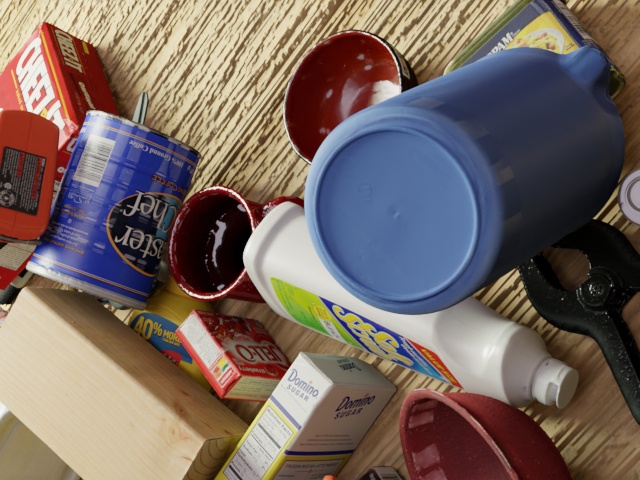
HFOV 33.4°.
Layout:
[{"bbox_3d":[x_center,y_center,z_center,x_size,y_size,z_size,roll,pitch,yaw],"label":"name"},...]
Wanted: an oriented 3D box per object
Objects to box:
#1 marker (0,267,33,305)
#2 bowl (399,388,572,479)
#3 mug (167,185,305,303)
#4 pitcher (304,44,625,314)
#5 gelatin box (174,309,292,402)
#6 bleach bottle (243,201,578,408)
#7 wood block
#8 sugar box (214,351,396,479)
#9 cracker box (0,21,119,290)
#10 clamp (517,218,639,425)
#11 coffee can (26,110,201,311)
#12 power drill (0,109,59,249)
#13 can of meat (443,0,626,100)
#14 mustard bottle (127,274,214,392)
[{"bbox_3d":[-0.289,0.020,1.072,0.121,0.020,0.020,-49,58,18],"label":"marker"},{"bbox_3d":[0.119,0.161,0.704,0.162,0.055,0.162,49,152,38],"label":"bowl"},{"bbox_3d":[-0.056,0.001,0.871,0.117,0.081,0.093,-39,61,24],"label":"mug"},{"bbox_3d":[0.083,-0.031,0.630,0.145,0.242,0.149,1,103,27],"label":"pitcher"},{"bbox_3d":[-0.063,0.093,0.854,0.030,0.089,0.073,-50,58,16],"label":"gelatin box"},{"bbox_3d":[0.065,0.054,0.765,0.251,0.102,0.068,22,64,35],"label":"bleach bottle"},{"bbox_3d":[-0.163,0.131,0.848,0.206,0.090,0.091,35,98,24],"label":"wood block"},{"bbox_3d":[-0.025,0.167,0.811,0.048,0.093,0.176,39,103,33],"label":"sugar box"},{"bbox_3d":[-0.294,-0.083,1.051,0.214,0.072,0.164,-44,50,22],"label":"cracker box"},{"bbox_3d":[0.192,0.046,0.713,0.172,0.039,0.120,26,90,42],"label":"clamp"},{"bbox_3d":[-0.171,-0.024,0.889,0.103,0.102,0.140,16,83,36],"label":"coffee can"},{"bbox_3d":[-0.281,-0.044,0.912,0.188,0.057,0.184,-27,57,54],"label":"power drill"},{"bbox_3d":[0.153,-0.116,0.761,0.102,0.057,0.084,-42,62,23],"label":"can of meat"},{"bbox_3d":[-0.132,0.107,0.920,0.096,0.058,0.191,17,91,35],"label":"mustard bottle"}]
